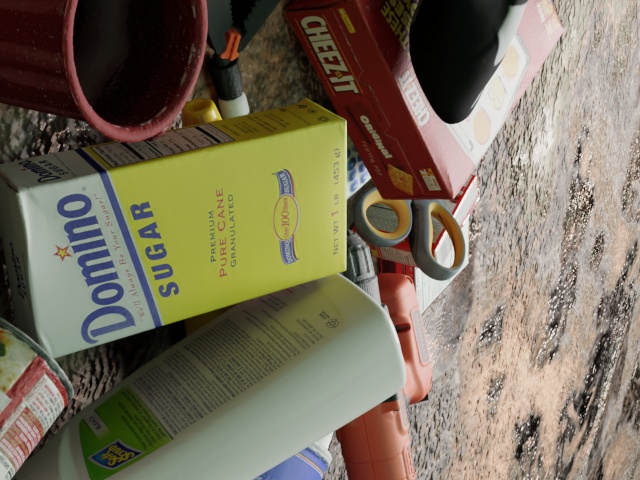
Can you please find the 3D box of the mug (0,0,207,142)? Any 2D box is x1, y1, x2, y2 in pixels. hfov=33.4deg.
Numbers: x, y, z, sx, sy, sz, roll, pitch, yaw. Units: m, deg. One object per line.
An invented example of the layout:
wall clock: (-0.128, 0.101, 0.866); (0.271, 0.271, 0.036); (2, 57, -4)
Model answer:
mug: (-0.106, -0.089, 0.478); (0.093, 0.082, 0.117); (-62, 149, -25)

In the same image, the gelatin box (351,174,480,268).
gelatin box: (0.077, -0.022, 0.849); (0.089, 0.073, 0.030); (-58, 149, -32)

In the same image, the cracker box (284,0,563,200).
cracker box: (0.083, -0.157, 0.766); (0.213, 0.072, 0.164); (-53, 126, -35)

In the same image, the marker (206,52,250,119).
marker: (-0.048, -0.064, 0.660); (0.020, 0.020, 0.121); (-52, 144, -37)

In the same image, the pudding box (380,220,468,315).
pudding box: (0.091, 0.004, 0.926); (0.113, 0.039, 0.090); (-39, 135, -46)

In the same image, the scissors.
scissors: (0.061, -0.051, 0.820); (0.202, 0.096, 0.016); (-100, -149, -42)

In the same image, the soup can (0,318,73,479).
soup can: (-0.165, 0.088, 0.465); (0.102, 0.069, 0.068); (-56, 146, -31)

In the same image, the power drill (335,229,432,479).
power drill: (0.037, 0.074, 0.769); (0.187, 0.057, 0.184); (-32, 114, -76)

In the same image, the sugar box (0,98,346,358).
sugar box: (-0.070, -0.009, 0.544); (0.175, 0.048, 0.093); (-18, 121, -29)

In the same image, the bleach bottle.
bleach bottle: (-0.081, 0.101, 0.564); (0.250, 0.103, 0.068); (-28, 121, -21)
